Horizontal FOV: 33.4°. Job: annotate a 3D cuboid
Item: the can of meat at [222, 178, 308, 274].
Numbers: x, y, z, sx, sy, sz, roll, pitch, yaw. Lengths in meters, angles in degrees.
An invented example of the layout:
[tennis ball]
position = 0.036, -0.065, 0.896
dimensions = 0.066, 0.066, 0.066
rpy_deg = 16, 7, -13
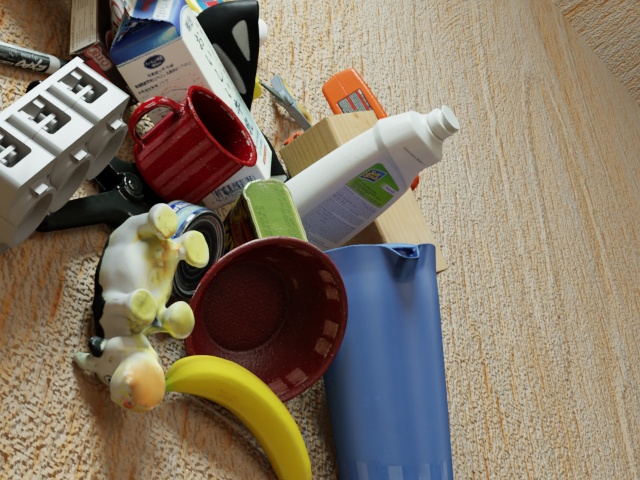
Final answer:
[can of meat]
position = -0.057, 0.001, 1.058
dimensions = 0.057, 0.084, 0.102
rpy_deg = -6, 62, -29

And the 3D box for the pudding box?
[pudding box]
position = -0.211, -0.199, 1.064
dimensions = 0.090, 0.039, 0.113
rpy_deg = 55, 19, -49

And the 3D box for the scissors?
[scissors]
position = -0.054, -0.186, 1.309
dimensions = 0.096, 0.016, 0.201
rpy_deg = 59, 9, 25

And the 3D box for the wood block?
[wood block]
position = 0.048, -0.035, 1.222
dimensions = 0.090, 0.091, 0.206
rpy_deg = -14, 77, -49

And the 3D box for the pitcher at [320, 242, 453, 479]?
[pitcher]
position = 0.057, 0.128, 1.049
dimensions = 0.149, 0.145, 0.243
rpy_deg = 23, 59, -69

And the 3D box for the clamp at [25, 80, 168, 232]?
[clamp]
position = -0.183, -0.036, 0.959
dimensions = 0.209, 0.036, 0.164
rpy_deg = 35, 34, -36

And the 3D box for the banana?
[banana]
position = -0.067, 0.155, 0.934
dimensions = 0.197, 0.069, 0.037
rpy_deg = 40, -10, -26

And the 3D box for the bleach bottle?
[bleach bottle]
position = 0.041, -0.057, 1.116
dimensions = 0.102, 0.251, 0.068
rpy_deg = 30, 37, -42

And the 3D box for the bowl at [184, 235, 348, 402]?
[bowl]
position = -0.057, 0.069, 0.973
dimensions = 0.162, 0.162, 0.055
rpy_deg = 39, -6, -31

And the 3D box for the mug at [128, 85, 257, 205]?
[mug]
position = -0.126, -0.089, 0.986
dimensions = 0.117, 0.082, 0.093
rpy_deg = 35, 27, -41

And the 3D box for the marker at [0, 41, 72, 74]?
[marker]
position = -0.268, -0.166, 0.981
dimensions = 0.120, 0.020, 0.020
rpy_deg = 5, 56, -57

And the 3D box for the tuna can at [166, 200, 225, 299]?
[tuna can]
position = -0.122, 0.009, 0.960
dimensions = 0.086, 0.034, 0.086
rpy_deg = -41, 139, -49

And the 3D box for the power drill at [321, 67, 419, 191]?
[power drill]
position = 0.061, -0.159, 1.423
dimensions = 0.184, 0.057, 0.187
rpy_deg = 58, 7, 21
